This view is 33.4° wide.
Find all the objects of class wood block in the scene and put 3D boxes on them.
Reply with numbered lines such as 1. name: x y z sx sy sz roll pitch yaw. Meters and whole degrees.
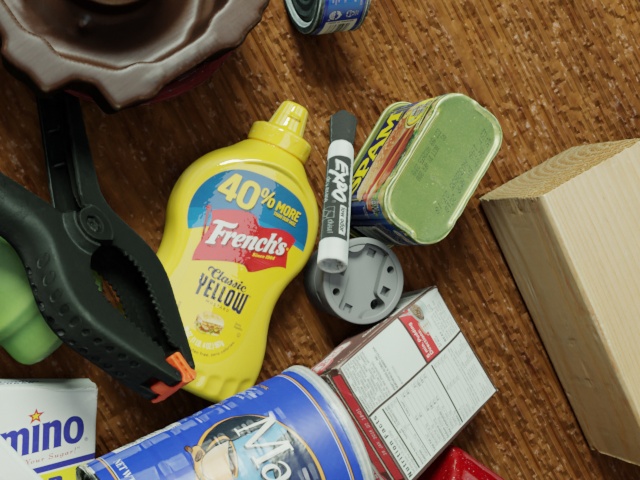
1. wood block: 0.205 0.042 0.744 0.090 0.090 0.206 -29 100 -17

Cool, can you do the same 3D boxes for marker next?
1. marker: 0.012 -0.035 0.684 0.020 0.020 0.121 18 54 -19

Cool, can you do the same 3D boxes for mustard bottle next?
1. mustard bottle: -0.054 0.001 0.668 0.096 0.058 0.191 27 81 -19

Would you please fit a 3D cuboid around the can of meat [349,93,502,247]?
1. can of meat: 0.062 -0.044 0.695 0.057 0.084 0.102 34 79 -17

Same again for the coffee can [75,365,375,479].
1. coffee can: -0.053 0.145 0.606 0.140 0.103 0.103 -22 97 -24

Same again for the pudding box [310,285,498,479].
1. pudding box: 0.055 0.094 0.694 0.113 0.039 0.090 -35 98 -39

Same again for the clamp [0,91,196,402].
1. clamp: -0.135 -0.008 0.593 0.036 0.164 0.210 -34 98 27

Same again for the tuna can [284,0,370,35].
1. tuna can: 0.001 -0.173 0.672 0.033 0.086 0.086 -11 94 -18

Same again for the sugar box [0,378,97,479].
1. sugar box: -0.182 0.171 0.629 0.093 0.048 0.176 1 91 -20
